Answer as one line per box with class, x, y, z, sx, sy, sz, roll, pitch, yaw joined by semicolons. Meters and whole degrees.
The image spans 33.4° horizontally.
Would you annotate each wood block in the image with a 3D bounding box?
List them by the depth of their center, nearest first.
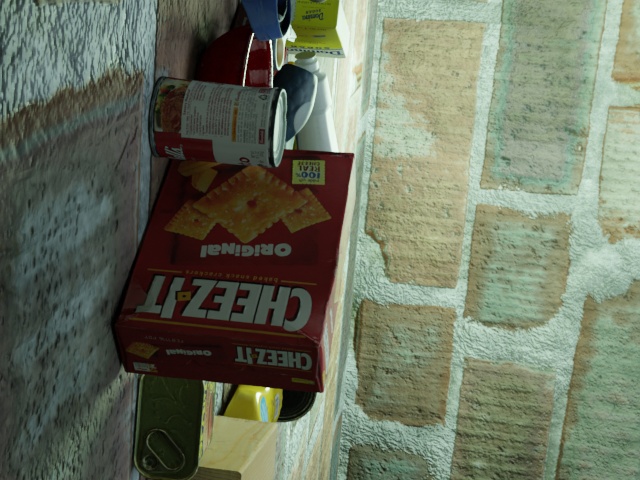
wood block;-0.105;0.243;1.065;0.206;0.090;0.091;-22;118;-82

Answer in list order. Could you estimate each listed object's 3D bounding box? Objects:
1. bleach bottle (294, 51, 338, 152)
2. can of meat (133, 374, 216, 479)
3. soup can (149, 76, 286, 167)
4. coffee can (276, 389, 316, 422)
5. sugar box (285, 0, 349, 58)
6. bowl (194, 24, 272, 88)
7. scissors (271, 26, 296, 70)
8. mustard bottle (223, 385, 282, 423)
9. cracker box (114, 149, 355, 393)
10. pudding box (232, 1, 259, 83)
bleach bottle;-0.006;-0.134;1.433;0.102;0.068;0.251;-91;175;-60
can of meat;-0.126;0.152;0.946;0.084;0.057;0.102;-49;145;-83
soup can;-0.083;-0.098;0.882;0.068;0.102;0.068;6;89;-84
coffee can;-0.045;0.175;1.485;0.140;0.103;0.103;-67;162;-69
sugar box;-0.014;-0.276;1.384;0.176;0.093;0.048;39;58;-82
bowl;-0.086;-0.137;1.030;0.162;0.055;0.162;6;90;-84
scissors;-0.043;-0.217;1.186;0.201;0.016;0.096;66;29;-79
mustard bottle;-0.090;0.227;1.329;0.191;0.058;0.096;-63;158;-74
cracker box;-0.063;0.014;0.890;0.072;0.164;0.213;87;11;-47
pudding box;-0.075;-0.195;1.156;0.090;0.039;0.113;89;9;-47
